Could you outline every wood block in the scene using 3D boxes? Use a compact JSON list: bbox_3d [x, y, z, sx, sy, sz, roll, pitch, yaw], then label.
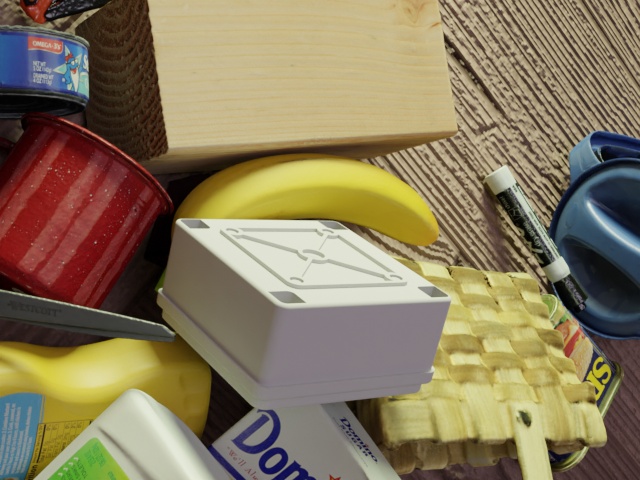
[{"bbox_3d":[-0.028,-0.094,0.634,0.205,0.090,0.091,-8,88,-37],"label":"wood block"}]

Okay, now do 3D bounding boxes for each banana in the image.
[{"bbox_3d":[-0.008,-0.018,0.616,0.197,0.037,0.070,-10,121,-32],"label":"banana"}]

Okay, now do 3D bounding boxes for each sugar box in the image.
[{"bbox_3d":[-0.044,0.157,0.550,0.093,0.176,0.048,52,14,19],"label":"sugar box"}]

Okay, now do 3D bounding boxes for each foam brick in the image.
[{"bbox_3d":[-0.054,0.001,0.634,0.078,0.053,0.051,28,71,-31],"label":"foam brick"}]

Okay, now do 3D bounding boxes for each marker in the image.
[{"bbox_3d":[0.161,0.000,0.789,0.020,0.020,0.121,-31,88,-33],"label":"marker"}]

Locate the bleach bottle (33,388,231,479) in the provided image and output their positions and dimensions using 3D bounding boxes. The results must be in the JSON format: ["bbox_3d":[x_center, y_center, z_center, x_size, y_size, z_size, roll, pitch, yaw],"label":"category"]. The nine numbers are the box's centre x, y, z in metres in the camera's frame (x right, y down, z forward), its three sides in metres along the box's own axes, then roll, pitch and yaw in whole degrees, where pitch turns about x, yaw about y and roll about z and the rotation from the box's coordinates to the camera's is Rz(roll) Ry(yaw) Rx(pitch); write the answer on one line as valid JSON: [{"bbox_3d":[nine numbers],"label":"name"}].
[{"bbox_3d":[-0.146,0.190,0.496,0.251,0.103,0.068,-44,141,-3],"label":"bleach bottle"}]

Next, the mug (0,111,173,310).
[{"bbox_3d":[-0.147,-0.013,0.556,0.117,0.093,0.081,29,72,3],"label":"mug"}]

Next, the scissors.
[{"bbox_3d":[-0.172,0.009,0.497,0.202,0.016,0.096,-4,107,2],"label":"scissors"}]

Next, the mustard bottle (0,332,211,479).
[{"bbox_3d":[-0.155,0.095,0.539,0.191,0.058,0.096,1,126,-35],"label":"mustard bottle"}]

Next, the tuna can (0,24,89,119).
[{"bbox_3d":[-0.161,-0.084,0.545,0.085,0.086,0.034,0,88,-36],"label":"tuna can"}]
